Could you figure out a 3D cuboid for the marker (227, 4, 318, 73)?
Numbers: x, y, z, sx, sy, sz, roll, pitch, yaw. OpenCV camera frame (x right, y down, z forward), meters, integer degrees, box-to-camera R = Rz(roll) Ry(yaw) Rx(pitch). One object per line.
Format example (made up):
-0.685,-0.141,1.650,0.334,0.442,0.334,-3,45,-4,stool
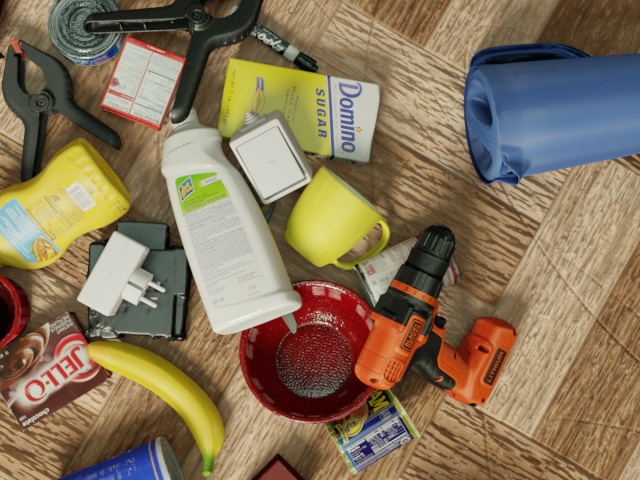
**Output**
-0.054,-0.231,1.236,0.121,0.020,0.020,35,86,-1,marker

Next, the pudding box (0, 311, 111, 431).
-0.304,0.145,1.193,0.113,0.039,0.090,-32,89,-4,pudding box

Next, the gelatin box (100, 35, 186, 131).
-0.202,-0.179,1.221,0.073,0.030,0.089,20,86,-3,gelatin box

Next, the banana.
-0.171,0.170,1.188,0.198,0.069,0.037,44,125,1,banana

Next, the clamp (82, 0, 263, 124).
-0.148,-0.246,1.195,0.164,0.036,0.209,40,71,10,clamp

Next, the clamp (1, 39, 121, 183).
-0.301,-0.152,1.211,0.120,0.039,0.171,-17,87,-6,clamp

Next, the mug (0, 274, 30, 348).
-0.379,0.081,1.172,0.117,0.081,0.093,-16,88,-4,mug

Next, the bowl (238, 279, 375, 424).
-0.008,0.128,1.188,0.162,0.055,0.162,-1,71,3,bowl

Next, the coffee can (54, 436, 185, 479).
-0.219,0.286,1.158,0.140,0.103,0.103,-21,88,-3,coffee can

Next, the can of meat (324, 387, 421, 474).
0.052,0.201,1.175,0.084,0.102,0.057,-32,110,-1,can of meat

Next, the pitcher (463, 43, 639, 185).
0.287,-0.153,1.201,0.242,0.145,0.149,-9,100,-7,pitcher

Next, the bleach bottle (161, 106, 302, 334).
-0.107,-0.030,1.160,0.102,0.068,0.251,-21,78,8,bleach bottle

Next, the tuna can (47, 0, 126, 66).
-0.267,-0.245,1.220,0.086,0.034,0.086,0,87,-3,tuna can

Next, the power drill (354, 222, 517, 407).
0.134,0.092,1.156,0.187,0.057,0.184,29,87,-40,power drill

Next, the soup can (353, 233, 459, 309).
0.097,0.037,1.203,0.102,0.068,0.068,-25,88,-3,soup can

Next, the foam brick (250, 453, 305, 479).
-0.056,0.285,1.190,0.078,0.053,0.051,-44,90,-4,foam brick

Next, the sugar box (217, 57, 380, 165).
-0.024,-0.146,1.219,0.176,0.048,0.093,9,88,0,sugar box

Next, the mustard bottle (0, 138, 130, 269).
-0.312,-0.023,1.183,0.192,0.058,0.096,-34,114,6,mustard bottle
